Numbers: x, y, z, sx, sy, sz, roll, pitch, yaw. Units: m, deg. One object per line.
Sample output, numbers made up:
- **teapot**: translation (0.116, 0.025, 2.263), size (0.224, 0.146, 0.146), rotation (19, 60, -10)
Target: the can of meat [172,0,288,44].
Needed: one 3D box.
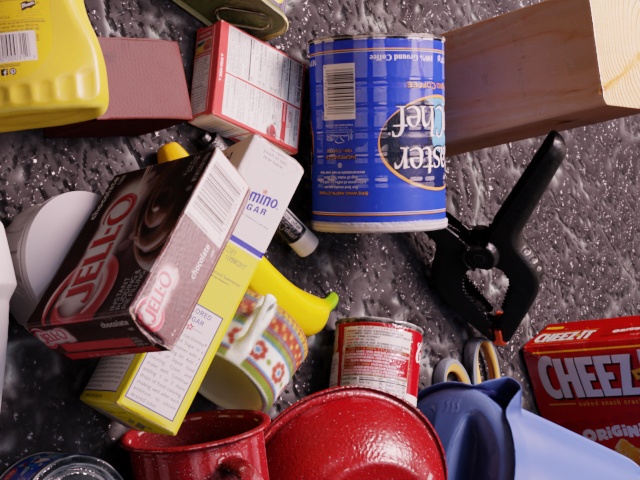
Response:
- **can of meat**: translation (-0.064, -0.201, 0.755), size (0.102, 0.058, 0.084), rotation (31, 58, -41)

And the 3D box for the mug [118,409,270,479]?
- **mug**: translation (-0.065, 0.154, 0.642), size (0.093, 0.117, 0.081), rotation (-10, 94, -36)

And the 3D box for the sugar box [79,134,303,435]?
- **sugar box**: translation (-0.077, 0.027, 0.638), size (0.048, 0.093, 0.176), rotation (34, 71, -18)

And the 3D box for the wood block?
- **wood block**: translation (0.150, -0.128, 0.864), size (0.090, 0.207, 0.090), rotation (-4, 86, -49)

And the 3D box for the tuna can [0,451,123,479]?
- **tuna can**: translation (-0.147, 0.163, 0.606), size (0.085, 0.034, 0.086), rotation (12, 74, -46)

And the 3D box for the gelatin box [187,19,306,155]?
- **gelatin box**: translation (-0.052, -0.106, 0.769), size (0.089, 0.030, 0.073), rotation (21, 66, -44)

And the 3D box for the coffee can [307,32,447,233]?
- **coffee can**: translation (0.042, -0.079, 0.796), size (0.102, 0.103, 0.140), rotation (-6, 97, -48)

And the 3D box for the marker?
- **marker**: translation (-0.045, -0.034, 0.764), size (0.121, 0.020, 0.020), rotation (46, 51, -27)

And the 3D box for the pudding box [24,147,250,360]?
- **pudding box**: translation (-0.096, 0.008, 0.572), size (0.039, 0.090, 0.113), rotation (50, 49, -31)

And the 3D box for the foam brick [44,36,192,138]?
- **foam brick**: translation (-0.129, -0.095, 0.665), size (0.078, 0.051, 0.053), rotation (-7, 87, -49)

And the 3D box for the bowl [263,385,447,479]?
- **bowl**: translation (0.024, 0.183, 0.719), size (0.162, 0.055, 0.162), rotation (-3, 100, -20)

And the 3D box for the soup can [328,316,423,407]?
- **soup can**: translation (0.039, 0.114, 0.796), size (0.068, 0.069, 0.102), rotation (24, 66, -43)

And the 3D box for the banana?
- **banana**: translation (-0.051, 0.015, 0.745), size (0.197, 0.037, 0.069), rotation (47, 22, -35)

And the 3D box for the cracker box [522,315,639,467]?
- **cracker box**: translation (0.298, 0.182, 0.998), size (0.071, 0.164, 0.214), rotation (-28, 103, -49)

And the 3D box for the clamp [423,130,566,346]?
- **clamp**: translation (0.123, 0.001, 0.893), size (0.036, 0.165, 0.210), rotation (-69, 155, -50)

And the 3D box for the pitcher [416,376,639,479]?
- **pitcher**: translation (0.164, 0.214, 0.868), size (0.242, 0.149, 0.145), rotation (24, 53, -40)

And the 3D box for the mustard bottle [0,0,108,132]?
- **mustard bottle**: translation (-0.178, -0.160, 0.600), size (0.058, 0.096, 0.191), rotation (113, -31, -85)

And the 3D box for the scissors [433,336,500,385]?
- **scissors**: translation (0.135, 0.184, 0.928), size (0.096, 0.016, 0.202), rotation (7, 77, -45)
